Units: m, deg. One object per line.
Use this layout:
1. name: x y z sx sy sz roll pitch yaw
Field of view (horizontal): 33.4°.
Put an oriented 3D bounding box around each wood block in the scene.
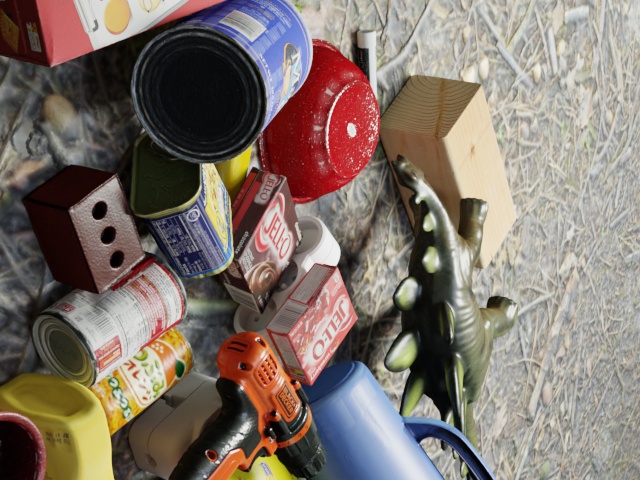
1. wood block: 0.146 -0.075 1.203 0.090 0.090 0.206 -54 140 -29

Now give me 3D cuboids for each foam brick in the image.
1. foam brick: -0.174 -0.008 0.790 0.052 0.051 0.078 -45 135 -38

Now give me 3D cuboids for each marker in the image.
1. marker: 0.050 -0.155 1.097 0.020 0.020 0.121 -31 125 -47

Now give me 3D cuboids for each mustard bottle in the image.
1. mustard bottle: -0.188 0.197 0.798 0.058 0.096 0.192 -34 128 -46

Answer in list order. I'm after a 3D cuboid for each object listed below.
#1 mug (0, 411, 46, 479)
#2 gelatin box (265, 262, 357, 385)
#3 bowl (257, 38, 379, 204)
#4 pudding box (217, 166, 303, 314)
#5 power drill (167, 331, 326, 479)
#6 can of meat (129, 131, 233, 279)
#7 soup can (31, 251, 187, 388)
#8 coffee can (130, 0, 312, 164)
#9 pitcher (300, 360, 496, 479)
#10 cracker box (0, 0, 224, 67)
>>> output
1. mug: -0.249 0.160 0.709 0.093 0.082 0.117 35 72 -54
2. gelatin box: -0.006 0.076 0.987 0.089 0.030 0.073 -52 139 -31
3. bowl: 0.010 -0.110 1.023 0.161 0.055 0.162 -23 119 -50
4. pudding box: -0.056 0.001 0.952 0.090 0.039 0.113 -62 163 -21
5. power drill: -0.071 0.196 0.897 0.187 0.057 0.184 -57 138 -32
6. can of meat: -0.108 -0.031 0.847 0.084 0.057 0.102 66 12 -45
7. soup can: -0.160 0.060 0.819 0.102 0.069 0.068 -37 130 -43
8. coffee can: -0.071 -0.130 0.814 0.140 0.103 0.103 -62 151 -62
9. pitcher: 0.067 0.241 1.073 0.149 0.145 0.243 -37 100 -37
10. cracker box: -0.138 -0.230 0.723 0.213 0.072 0.164 -34 128 -43
